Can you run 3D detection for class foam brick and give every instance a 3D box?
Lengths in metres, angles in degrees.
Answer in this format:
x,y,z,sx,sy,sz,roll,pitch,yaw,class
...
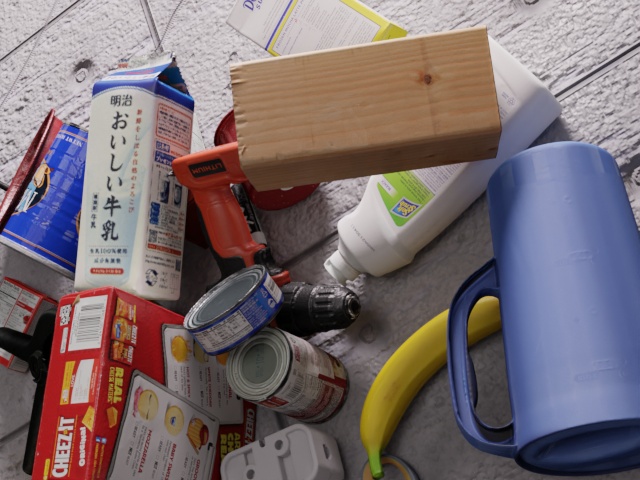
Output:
x,y,z,sx,sy,sz,roll,pitch,yaw,class
-0.128,-0.035,1.080,0.053,0.078,0.051,-37,57,14,foam brick

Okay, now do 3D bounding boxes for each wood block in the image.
x,y,z,sx,sy,sz,roll,pitch,yaw,class
0.037,-0.105,0.876,0.206,0.090,0.091,-8,79,5,wood block

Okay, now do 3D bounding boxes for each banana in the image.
x,y,z,sx,sy,sz,roll,pitch,yaw,class
0.093,0.110,0.910,0.070,0.037,0.198,40,93,34,banana

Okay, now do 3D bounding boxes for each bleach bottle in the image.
x,y,z,sx,sy,sz,roll,pitch,yaw,class
0.095,-0.062,0.964,0.251,0.068,0.103,-46,56,10,bleach bottle

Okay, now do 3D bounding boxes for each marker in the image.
x,y,z,sx,sy,sz,roll,pitch,yaw,class
-0.070,-0.018,1.074,0.020,0.020,0.121,-32,57,17,marker

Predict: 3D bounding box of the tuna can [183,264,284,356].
x,y,z,sx,sy,sz,roll,pitch,yaw,class
-0.074,0.060,0.919,0.086,0.033,0.086,-33,16,11,tuna can

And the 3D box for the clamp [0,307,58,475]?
x,y,z,sx,sy,sz,roll,pitch,yaw,class
-0.275,0.119,1.067,0.210,0.036,0.165,-48,59,39,clamp

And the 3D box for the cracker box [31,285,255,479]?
x,y,z,sx,sy,sz,roll,pitch,yaw,class
-0.144,0.151,0.930,0.072,0.213,0.164,-10,65,30,cracker box

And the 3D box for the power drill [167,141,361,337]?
x,y,z,sx,sy,sz,roll,pitch,yaw,class
-0.056,0.001,0.977,0.185,0.057,0.187,-7,100,38,power drill

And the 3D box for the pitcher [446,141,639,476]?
x,y,z,sx,sy,sz,roll,pitch,yaw,class
0.186,0.051,0.818,0.145,0.149,0.243,-37,48,44,pitcher

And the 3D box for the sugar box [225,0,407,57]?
x,y,z,sx,sy,sz,roll,pitch,yaw,class
-0.007,-0.215,1.074,0.176,0.048,0.093,40,107,29,sugar box

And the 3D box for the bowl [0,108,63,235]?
x,y,z,sx,sy,sz,roll,pitch,yaw,class
-0.311,-0.064,1.194,0.162,0.055,0.162,-53,21,30,bowl

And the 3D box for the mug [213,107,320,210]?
x,y,z,sx,sy,sz,roll,pitch,yaw,class
-0.047,-0.090,1.034,0.093,0.117,0.081,-22,61,-13,mug

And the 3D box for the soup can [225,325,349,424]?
x,y,z,sx,sy,sz,roll,pitch,yaw,class
-0.028,0.119,0.940,0.069,0.102,0.068,-12,65,27,soup can

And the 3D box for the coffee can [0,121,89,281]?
x,y,z,sx,sy,sz,roll,pitch,yaw,class
-0.253,-0.037,1.098,0.103,0.102,0.140,22,80,36,coffee can

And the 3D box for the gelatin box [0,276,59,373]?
x,y,z,sx,sy,sz,roll,pitch,yaw,class
-0.339,0.093,1.189,0.073,0.030,0.089,20,82,37,gelatin box
